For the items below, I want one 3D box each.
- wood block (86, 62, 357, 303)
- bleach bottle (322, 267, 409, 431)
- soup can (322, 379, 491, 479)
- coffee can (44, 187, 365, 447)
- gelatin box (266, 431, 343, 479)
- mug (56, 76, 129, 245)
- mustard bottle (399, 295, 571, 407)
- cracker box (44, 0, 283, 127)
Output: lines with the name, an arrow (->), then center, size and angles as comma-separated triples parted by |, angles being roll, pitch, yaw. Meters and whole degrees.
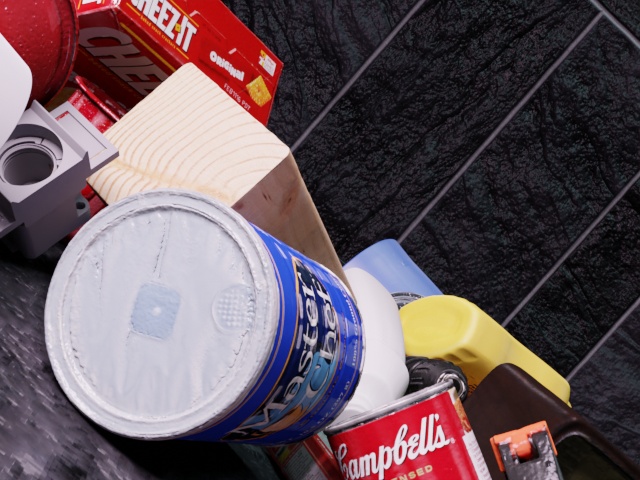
wood block -> -0.055, 0.001, 0.653 | 0.091, 0.090, 0.206 | 44, -10, 27
bleach bottle -> 0.014, 0.093, 0.754 | 0.068, 0.102, 0.251 | 44, 9, -8
soup can -> 0.050, 0.126, 0.511 | 0.068, 0.068, 0.102 | 25, 43, -79
coffee can -> -0.046, 0.042, 0.493 | 0.103, 0.103, 0.140 | 43, 3, 21
gelatin box -> 0.020, 0.143, 0.584 | 0.089, 0.030, 0.073 | 40, 2, -31
mug -> -0.142, -0.041, 0.666 | 0.093, 0.081, 0.117 | 41, 3, -16
mustard bottle -> 0.150, 0.115, 0.887 | 0.191, 0.058, 0.096 | 37, -25, -31
cracker box -> -0.161, -0.125, 0.745 | 0.214, 0.072, 0.164 | -2, -25, 33
